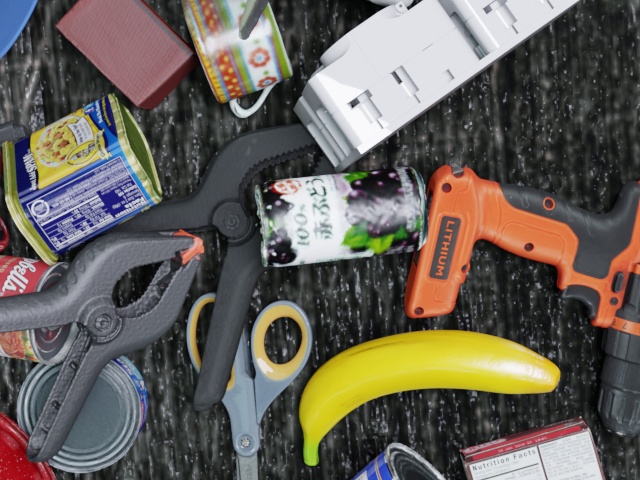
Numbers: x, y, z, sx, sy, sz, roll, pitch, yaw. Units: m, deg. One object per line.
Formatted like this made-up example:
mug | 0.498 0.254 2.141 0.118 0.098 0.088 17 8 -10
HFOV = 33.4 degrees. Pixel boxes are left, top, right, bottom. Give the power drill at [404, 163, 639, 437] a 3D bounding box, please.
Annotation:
power drill | 0.154 0.031 0.717 0.187 0.057 0.184 10 96 -1

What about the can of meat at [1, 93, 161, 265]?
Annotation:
can of meat | -0.155 -0.044 0.694 0.084 0.102 0.057 -28 127 1

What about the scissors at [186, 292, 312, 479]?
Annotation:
scissors | -0.035 0.128 0.749 0.096 0.016 0.202 -17 95 4

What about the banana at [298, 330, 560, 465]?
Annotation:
banana | 0.057 0.093 0.707 0.198 0.037 0.069 -23 112 29

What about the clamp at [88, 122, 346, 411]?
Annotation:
clamp | -0.055 0.001 0.720 0.210 0.036 0.164 -35 83 0

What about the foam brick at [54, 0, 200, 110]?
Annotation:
foam brick | -0.125 -0.131 0.708 0.078 0.053 0.051 44 95 -2

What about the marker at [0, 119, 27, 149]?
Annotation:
marker | -0.260 -0.060 0.735 0.121 0.020 0.020 -15 95 3

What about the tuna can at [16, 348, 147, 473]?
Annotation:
tuna can | -0.164 0.115 0.742 0.086 0.034 0.086 0 95 1

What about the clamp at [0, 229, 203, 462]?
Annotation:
clamp | -0.142 0.058 0.668 0.171 0.039 0.120 -29 124 -20

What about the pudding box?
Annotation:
pudding box | 0.155 0.188 0.739 0.090 0.039 0.113 -16 93 4

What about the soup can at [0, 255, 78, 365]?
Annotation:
soup can | -0.219 0.043 0.710 0.102 0.068 0.068 6 96 14
